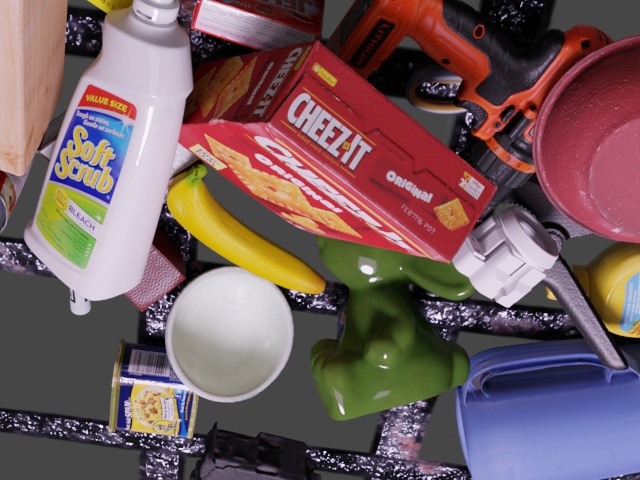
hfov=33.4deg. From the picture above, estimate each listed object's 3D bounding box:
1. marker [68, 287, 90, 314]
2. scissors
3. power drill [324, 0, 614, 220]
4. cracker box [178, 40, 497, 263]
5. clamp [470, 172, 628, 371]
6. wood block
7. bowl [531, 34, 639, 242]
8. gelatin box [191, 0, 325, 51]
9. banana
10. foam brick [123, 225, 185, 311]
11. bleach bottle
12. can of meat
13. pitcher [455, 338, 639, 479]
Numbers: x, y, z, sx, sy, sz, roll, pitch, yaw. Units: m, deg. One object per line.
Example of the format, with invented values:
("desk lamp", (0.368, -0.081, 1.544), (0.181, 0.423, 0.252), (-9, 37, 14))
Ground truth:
("marker", (-0.221, 0.019, 0.967), (0.020, 0.020, 0.121), (6, 132, -1))
("scissors", (0.159, -0.142, 0.794), (0.202, 0.016, 0.096), (-10, 130, 14))
("power drill", (0.095, -0.109, 0.780), (0.187, 0.057, 0.185), (24, 124, -18))
("cracker box", (-0.004, -0.061, 0.761), (0.164, 0.214, 0.072), (35, 81, -24))
("clamp", (0.196, -0.008, 0.871), (0.210, 0.036, 0.165), (28, 106, 4))
("wood block", (-0.229, -0.145, 0.730), (0.090, 0.090, 0.206), (19, 150, -5))
("bowl", (0.228, -0.056, 0.732), (0.162, 0.055, 0.162), (4, 121, 6))
("gelatin box", (-0.041, -0.165, 0.751), (0.089, 0.073, 0.030), (16, 130, -9))
("banana", (-0.071, -0.004, 0.905), (0.070, 0.037, 0.197), (15, 161, 42))
("foam brick", (-0.162, 0.011, 0.926), (0.053, 0.051, 0.078), (-35, 122, 9))
("bleach bottle", (-0.151, -0.078, 0.782), (0.103, 0.067, 0.251), (40, 129, 24))
("can of meat", (-0.162, 0.148, 1.053), (0.084, 0.057, 0.102), (8, 133, -6))
("pitcher", (0.246, 0.153, 0.977), (0.243, 0.149, 0.145), (-10, 87, 9))
